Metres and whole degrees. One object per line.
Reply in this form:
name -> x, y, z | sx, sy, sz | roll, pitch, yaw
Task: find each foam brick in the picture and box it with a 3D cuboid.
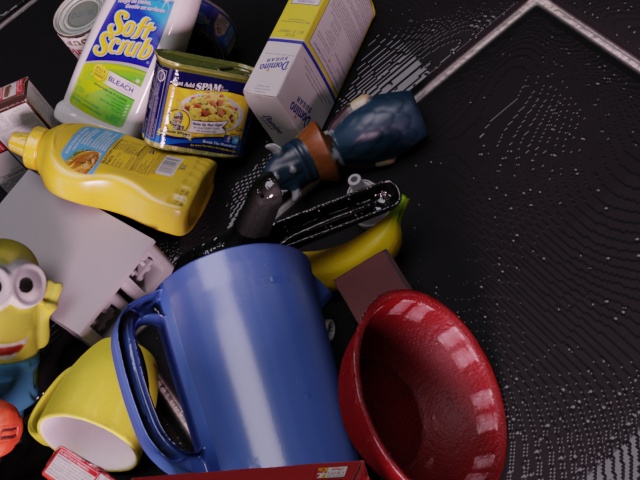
foam brick -> 0.055, 0.058, 0.865 | 0.051, 0.053, 0.078 | -32, 52, 2

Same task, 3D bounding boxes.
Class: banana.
banana -> -0.008, 0.014, 0.924 | 0.198, 0.037, 0.069 | -12, 68, 25

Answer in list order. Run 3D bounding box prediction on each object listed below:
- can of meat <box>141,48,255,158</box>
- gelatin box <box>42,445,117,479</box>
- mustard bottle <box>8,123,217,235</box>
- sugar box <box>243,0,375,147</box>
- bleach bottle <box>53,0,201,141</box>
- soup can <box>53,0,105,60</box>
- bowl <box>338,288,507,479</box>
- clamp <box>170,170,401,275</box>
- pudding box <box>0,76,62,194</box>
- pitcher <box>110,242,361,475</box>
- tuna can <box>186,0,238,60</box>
can of meat -> -0.113, -0.128, 1.007 | 0.057, 0.102, 0.084 | -127, 48, -62
gelatin box -> -0.170, 0.205, 0.855 | 0.089, 0.073, 0.030 | 22, 69, 33
mustard bottle -> -0.200, -0.067, 0.999 | 0.191, 0.058, 0.096 | 17, 38, 5
sugar box -> -0.008, -0.181, 1.017 | 0.048, 0.093, 0.176 | 14, 66, 30
bleach bottle -> -0.173, -0.214, 1.033 | 0.102, 0.068, 0.251 | 29, 113, 12
soup can -> -0.225, -0.207, 1.120 | 0.069, 0.102, 0.068 | -11, 56, 16
bowl -> 0.065, 0.119, 0.779 | 0.055, 0.161, 0.162 | -29, 47, 39
clamp -> -0.056, 0.001, 0.852 | 0.210, 0.164, 0.036 | -30, 71, 28
pudding box -> -0.306, -0.103, 1.083 | 0.090, 0.113, 0.039 | -21, 51, 9
pitcher -> -0.049, 0.134, 0.798 | 0.149, 0.145, 0.243 | -24, 62, 12
tuna can -> -0.129, -0.215, 1.095 | 0.086, 0.086, 0.033 | 13, 67, 29
